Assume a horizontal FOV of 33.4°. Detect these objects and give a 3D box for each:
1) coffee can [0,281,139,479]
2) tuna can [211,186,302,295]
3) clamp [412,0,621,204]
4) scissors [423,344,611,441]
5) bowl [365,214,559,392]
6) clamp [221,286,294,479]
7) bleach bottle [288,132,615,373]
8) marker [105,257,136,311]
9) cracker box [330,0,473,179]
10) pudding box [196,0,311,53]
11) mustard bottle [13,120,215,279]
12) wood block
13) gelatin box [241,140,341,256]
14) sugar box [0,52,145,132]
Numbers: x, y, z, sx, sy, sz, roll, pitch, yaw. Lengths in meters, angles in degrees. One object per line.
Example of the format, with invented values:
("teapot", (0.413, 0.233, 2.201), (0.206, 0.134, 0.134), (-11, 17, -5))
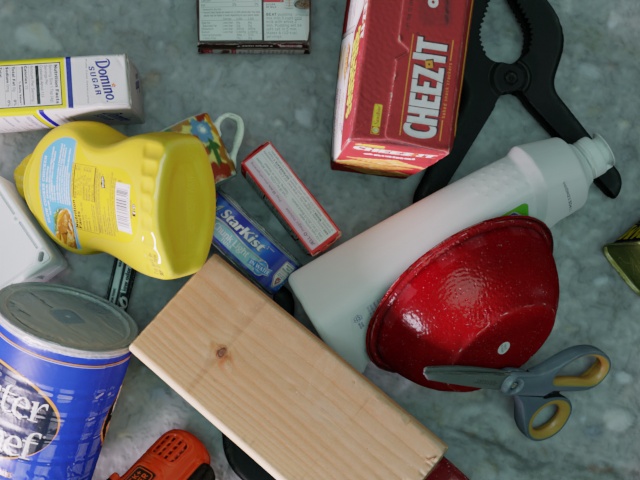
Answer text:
("coffee can", (-0.198, 0.114, 0.760), (0.103, 0.103, 0.140), (19, 106, -3))
("tuna can", (-0.055, 0.001, 0.795), (0.086, 0.086, 0.034), (43, 89, -2))
("clamp", (0.136, -0.118, 0.830), (0.164, 0.036, 0.210), (-13, 94, -4))
("scissors", (0.137, 0.117, 0.781), (0.201, 0.016, 0.096), (-5, 125, -36))
("bowl", (0.115, 0.059, 0.765), (0.162, 0.162, 0.055), (-33, 56, -3))
("clamp", (-0.039, 0.122, 0.819), (0.120, 0.039, 0.171), (-35, 91, 0))
("bleach bottle", (0.104, 0.001, 0.791), (0.251, 0.102, 0.068), (-31, 55, -2))
("marker", (-0.159, 0.059, 0.822), (0.020, 0.020, 0.121), (13, 89, -3))
("cracker box", (0.054, -0.132, 0.737), (0.072, 0.214, 0.164), (7, 89, -3))
("pudding box", (-0.052, -0.201, 0.821), (0.090, 0.039, 0.113), (0, 88, -2))
("mustard bottle", (-0.158, -0.035, 0.761), (0.192, 0.058, 0.096), (12, 109, 40))
("wood block", (-0.021, 0.114, 0.742), (0.206, 0.090, 0.090), (39, 79, 13))
("gelatin box", (-0.022, -0.030, 0.803), (0.030, 0.073, 0.089), (-39, 91, -4))
("sugar box", (-0.222, -0.106, 0.784), (0.176, 0.093, 0.048), (-7, 89, -4))
